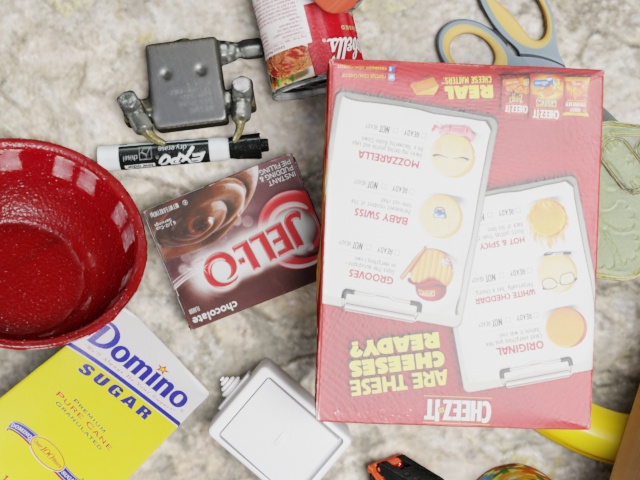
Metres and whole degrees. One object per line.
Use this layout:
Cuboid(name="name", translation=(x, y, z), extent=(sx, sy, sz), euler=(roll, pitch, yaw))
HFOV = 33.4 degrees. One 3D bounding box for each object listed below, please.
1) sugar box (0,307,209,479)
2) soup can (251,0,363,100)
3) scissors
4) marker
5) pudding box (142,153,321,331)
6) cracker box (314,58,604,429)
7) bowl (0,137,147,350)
Cuboid(name="sugar box", translation=(-0.154, 0.119, 0.684), extent=(0.093, 0.176, 0.048), euler=(46, 128, -1))
Cuboid(name="soup can", translation=(-0.012, -0.154, 0.735), extent=(0.068, 0.068, 0.102), euler=(-13, 89, -1))
Cuboid(name="scissors", translation=(0.159, -0.102, 0.763), extent=(0.096, 0.016, 0.202), euler=(-31, 90, 1))
Cuboid(name="marker", translation=(-0.097, -0.063, 0.758), extent=(0.121, 0.020, 0.020), euler=(-5, 90, -1))
Cuboid(name="pudding box", translation=(-0.055, 0.001, 0.747), extent=(0.113, 0.039, 0.090), euler=(-22, 90, -1))
Cuboid(name="cracker box", translation=(0.080, 0.002, 0.651), extent=(0.164, 0.072, 0.214), euler=(2, 91, 0))
Cuboid(name="bowl", translation=(-0.201, 0.011, 0.717), extent=(0.162, 0.055, 0.162), euler=(10, 56, -15))
